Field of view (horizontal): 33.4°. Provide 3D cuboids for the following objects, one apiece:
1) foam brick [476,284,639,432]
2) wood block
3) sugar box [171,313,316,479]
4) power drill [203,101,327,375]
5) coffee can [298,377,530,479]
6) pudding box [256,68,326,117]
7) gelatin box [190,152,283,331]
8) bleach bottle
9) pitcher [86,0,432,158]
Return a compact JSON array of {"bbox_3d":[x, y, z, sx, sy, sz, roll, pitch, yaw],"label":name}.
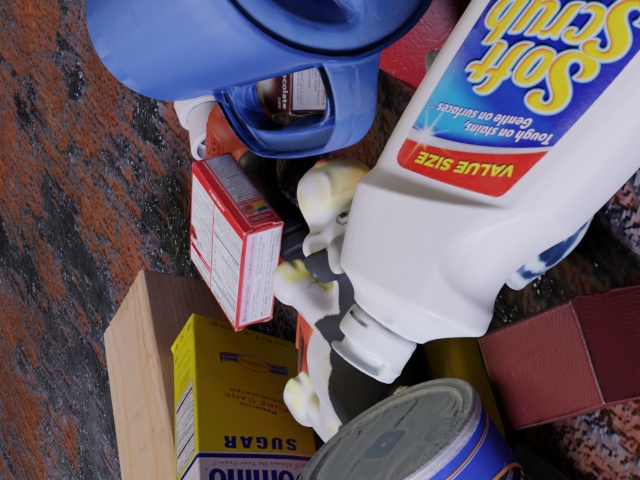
[{"bbox_3d":[0.123,0.057,0.514,0.078,0.052,0.051,-34,66,56],"label":"foam brick"},{"bbox_3d":[-0.102,0.132,0.824,0.090,0.090,0.206,-55,36,33],"label":"wood block"},{"bbox_3d":[-0.052,0.133,0.732,0.048,0.093,0.176,-59,26,29],"label":"sugar box"},{"bbox_3d":[-0.030,0.019,0.744,0.188,0.057,0.184,53,154,33],"label":"power drill"},{"bbox_3d":[0.067,0.154,0.526,0.140,0.102,0.103,57,152,-11],"label":"coffee can"},{"bbox_3d":[-0.030,-0.146,0.749,0.090,0.039,0.113,16,110,57],"label":"pudding box"},{"bbox_3d":[-0.054,0.001,0.677,0.073,0.030,0.089,52,149,37],"label":"gelatin box"},{"bbox_3d":[0.090,-0.051,0.409,0.103,0.068,0.251,37,97,31],"label":"bleach bottle"},{"bbox_3d":[-0.046,-0.135,0.588,0.243,0.145,0.149,-3,57,64],"label":"pitcher"}]
